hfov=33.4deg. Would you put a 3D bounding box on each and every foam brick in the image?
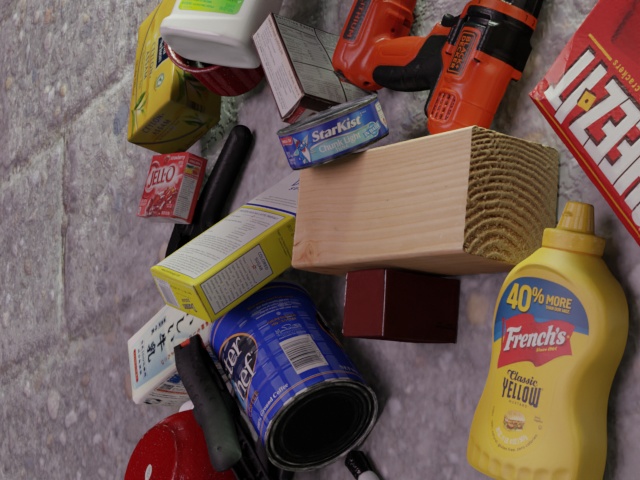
[{"bbox_3d":[0.062,0.053,0.833,0.051,0.078,0.053,-5,77,53],"label":"foam brick"}]

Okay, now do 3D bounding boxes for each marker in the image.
[{"bbox_3d":[0.051,0.214,0.859,0.020,0.020,0.121,-63,38,23],"label":"marker"}]

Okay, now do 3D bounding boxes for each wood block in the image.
[{"bbox_3d":[0.075,-0.021,0.823,0.207,0.090,0.091,-7,76,55],"label":"wood block"}]

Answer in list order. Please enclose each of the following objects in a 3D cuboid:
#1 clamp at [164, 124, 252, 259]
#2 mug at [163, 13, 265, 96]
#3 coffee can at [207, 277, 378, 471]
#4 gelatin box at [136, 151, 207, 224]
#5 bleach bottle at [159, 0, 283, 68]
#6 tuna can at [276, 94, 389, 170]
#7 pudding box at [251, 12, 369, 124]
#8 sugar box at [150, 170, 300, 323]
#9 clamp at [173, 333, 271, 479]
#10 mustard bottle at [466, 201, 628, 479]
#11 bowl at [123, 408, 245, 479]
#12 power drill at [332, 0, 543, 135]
[{"bbox_3d":[-0.141,-0.019,1.174,0.165,0.036,0.210,0,78,56],"label":"clamp"},{"bbox_3d":[-0.092,-0.204,1.100,0.117,0.081,0.093,-22,69,12],"label":"mug"},{"bbox_3d":[-0.026,0.113,0.921,0.103,0.102,0.140,-62,39,24],"label":"coffee can"},{"bbox_3d":[-0.163,-0.057,1.161,0.089,0.030,0.073,4,77,56],"label":"gelatin box"},{"bbox_3d":[-0.068,-0.295,1.039,0.103,0.068,0.251,13,77,22],"label":"bleach bottle"},{"bbox_3d":[0.010,-0.086,0.849,0.086,0.086,0.034,-7,107,54],"label":"tuna can"},{"bbox_3d":[-0.005,-0.148,0.968,0.039,0.089,0.113,-50,45,34],"label":"pudding box"},{"bbox_3d":[-0.056,0.001,0.945,0.093,0.176,0.048,15,132,56],"label":"sugar box"},{"bbox_3d":[-0.089,0.146,0.905,0.171,0.039,0.120,58,171,28],"label":"clamp"},{"bbox_3d":[0.156,0.069,0.712,0.096,0.058,0.191,11,91,54],"label":"mustard bottle"},{"bbox_3d":[-0.135,0.221,0.983,0.162,0.055,0.162,-34,44,40],"label":"bowl"},{"bbox_3d":[0.096,-0.176,0.857,0.188,0.057,0.184,28,96,55],"label":"power drill"}]
